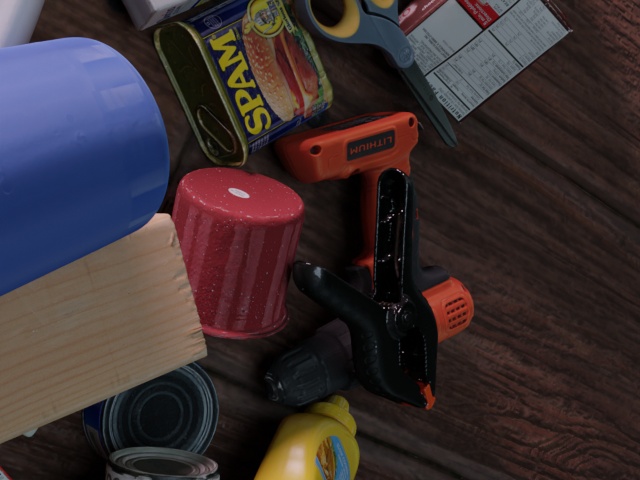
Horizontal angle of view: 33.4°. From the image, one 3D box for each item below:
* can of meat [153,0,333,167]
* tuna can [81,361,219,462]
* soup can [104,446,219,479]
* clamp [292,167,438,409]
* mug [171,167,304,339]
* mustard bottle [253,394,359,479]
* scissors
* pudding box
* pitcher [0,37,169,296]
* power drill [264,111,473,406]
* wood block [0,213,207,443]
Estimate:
[{"bbox_3d":[-0.049,-0.113,0.711,0.083,0.058,0.102,-34,111,-28],"label":"can of meat"},{"bbox_3d":[-0.111,0.113,0.704,0.085,0.034,0.086,-3,96,-32],"label":"tuna can"},{"bbox_3d":[-0.098,0.180,0.630,0.068,0.069,0.102,6,93,-33],"label":"soup can"},{"bbox_3d":[0.047,0.039,0.725,0.120,0.039,0.171,-49,132,-26],"label":"clamp"},{"bbox_3d":[-0.055,0.001,0.691,0.093,0.117,0.081,16,113,5],"label":"mug"},{"bbox_3d":[-0.015,0.174,0.722,0.191,0.058,0.096,-62,147,-51],"label":"mustard bottle"},{"bbox_3d":[0.040,-0.126,0.740,0.096,0.016,0.201,-38,125,-26],"label":"scissors"},{"bbox_3d":[0.114,-0.154,0.789,0.114,0.039,0.090,-38,122,21],"label":"pudding box"},{"bbox_3d":[-0.192,-0.030,0.484,0.242,0.145,0.149,-26,144,-45],"label":"pitcher"},{"bbox_3d":[0.023,0.011,0.768,0.184,0.057,0.187,-22,109,-33],"label":"power drill"},{"bbox_3d":[-0.179,0.056,0.595,0.205,0.090,0.091,-20,102,-36],"label":"wood block"}]
